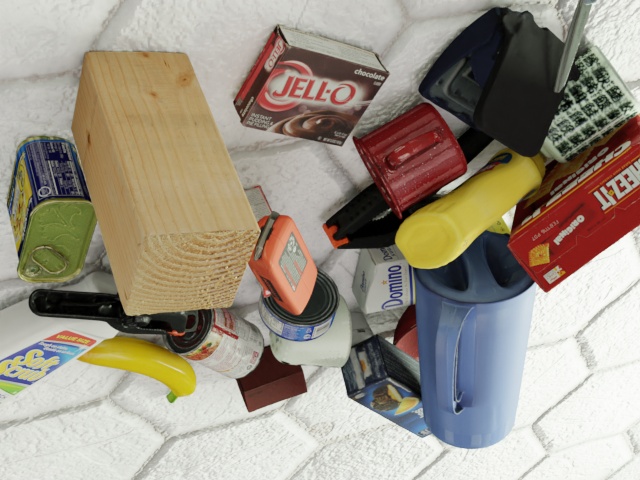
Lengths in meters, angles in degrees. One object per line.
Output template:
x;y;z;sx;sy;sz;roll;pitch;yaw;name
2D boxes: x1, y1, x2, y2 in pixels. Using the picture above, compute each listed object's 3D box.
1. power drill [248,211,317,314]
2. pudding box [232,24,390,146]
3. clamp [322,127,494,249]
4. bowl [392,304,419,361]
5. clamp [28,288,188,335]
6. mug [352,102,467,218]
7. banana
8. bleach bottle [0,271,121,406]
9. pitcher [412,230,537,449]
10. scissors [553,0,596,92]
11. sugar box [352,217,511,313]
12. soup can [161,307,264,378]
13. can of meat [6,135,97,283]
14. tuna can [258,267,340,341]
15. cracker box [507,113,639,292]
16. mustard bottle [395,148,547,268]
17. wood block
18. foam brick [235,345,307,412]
-0.102;0.018;0.996;0.188;0.057;0.184;9;152;22;power drill
-0.009;-0.136;0.950;0.113;0.039;0.090;7;133;-35;pudding box
0.103;-0.049;1.124;0.209;0.036;0.164;-18;142;-15;clamp
0.155;0.105;1.321;0.162;0.055;0.162;-11;145;-8;bowl
-0.187;0.063;1.000;0.120;0.039;0.171;-6;159;15;clamp
0.088;-0.082;1.022;0.081;0.093;0.117;-30;172;0;mug
-0.194;0.144;1.198;0.070;0.037;0.197;-34;143;11;banana
-0.288;0.096;1.066;0.251;0.068;0.102;-30;145;4;bleach bottle
0.163;0.120;1.175;0.149;0.145;0.243;-17;128;-17;pitcher
0.257;-0.234;0.956;0.096;0.016;0.202;-19;129;-21;scissors
0.130;0.029;1.229;0.176;0.048;0.093;-12;142;-18;sugar box
-0.116;0.106;1.170;0.068;0.068;0.102;-36;143;15;soup can
-0.235;-0.027;0.921;0.057;0.084;0.102;-1;138;-29;can of meat
-0.024;0.067;1.156;0.086;0.086;0.034;-9;142;-20;tuna can
0.277;-0.051;1.094;0.164;0.072;0.213;-40;-176;21;cracker box
0.165;-0.044;1.065;0.191;0.058;0.096;-35;180;-33;mustard bottle
-0.129;-0.051;0.847;0.090;0.206;0.091;-3;139;-26;wood block
-0.062;0.162;1.284;0.078;0.051;0.053;-18;143;-9;foam brick
